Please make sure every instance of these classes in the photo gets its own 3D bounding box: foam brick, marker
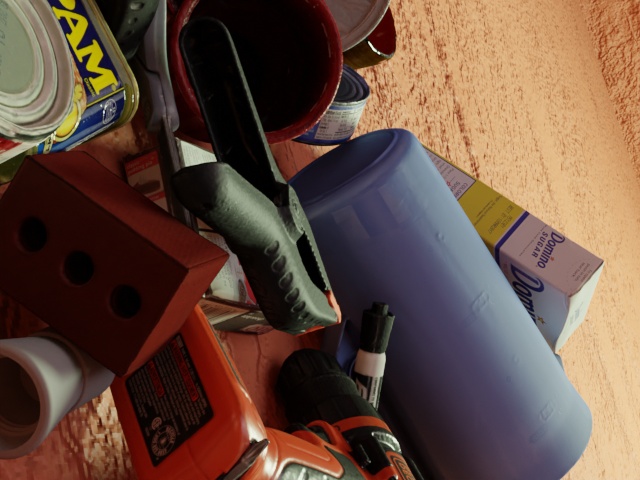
[{"bbox_3d":[-0.086,0.007,0.421,0.078,0.053,0.051,35,12,5],"label":"foam brick"},{"bbox_3d":[0.025,0.095,0.627,0.020,0.020,0.121,-9,110,-66],"label":"marker"}]

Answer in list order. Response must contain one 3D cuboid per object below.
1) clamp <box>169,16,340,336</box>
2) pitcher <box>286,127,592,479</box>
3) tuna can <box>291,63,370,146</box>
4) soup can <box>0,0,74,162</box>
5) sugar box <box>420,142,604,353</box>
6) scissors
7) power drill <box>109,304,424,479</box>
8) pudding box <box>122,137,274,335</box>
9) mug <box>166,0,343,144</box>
[{"bbox_3d":[-0.030,-0.021,0.513,0.171,0.039,0.120,65,20,-51],"label":"clamp"},{"bbox_3d":[0.062,0.059,0.694,0.243,0.145,0.149,58,13,-17],"label":"pitcher"},{"bbox_3d":[-0.013,-0.096,0.691,0.086,0.034,0.086,16,29,-9],"label":"tuna can"},{"bbox_3d":[-0.139,-0.046,0.343,0.068,0.102,0.068,46,33,-43],"label":"soup can"},{"bbox_3d":[0.115,0.002,0.778,0.176,0.048,0.093,38,-21,23],"label":"sugar box"},{"bbox_3d":[-0.085,-0.065,0.526,0.016,0.096,0.202,-5,81,-23],"label":"scissors"},{"bbox_3d":[-0.018,0.092,0.519,0.187,0.057,0.184,36,13,-42],"label":"power drill"},{"bbox_3d":[-0.054,0.001,0.578,0.113,0.039,0.090,20,53,-63],"label":"pudding box"},{"bbox_3d":[-0.053,-0.104,0.577,0.117,0.093,0.082,53,-17,-14],"label":"mug"}]
